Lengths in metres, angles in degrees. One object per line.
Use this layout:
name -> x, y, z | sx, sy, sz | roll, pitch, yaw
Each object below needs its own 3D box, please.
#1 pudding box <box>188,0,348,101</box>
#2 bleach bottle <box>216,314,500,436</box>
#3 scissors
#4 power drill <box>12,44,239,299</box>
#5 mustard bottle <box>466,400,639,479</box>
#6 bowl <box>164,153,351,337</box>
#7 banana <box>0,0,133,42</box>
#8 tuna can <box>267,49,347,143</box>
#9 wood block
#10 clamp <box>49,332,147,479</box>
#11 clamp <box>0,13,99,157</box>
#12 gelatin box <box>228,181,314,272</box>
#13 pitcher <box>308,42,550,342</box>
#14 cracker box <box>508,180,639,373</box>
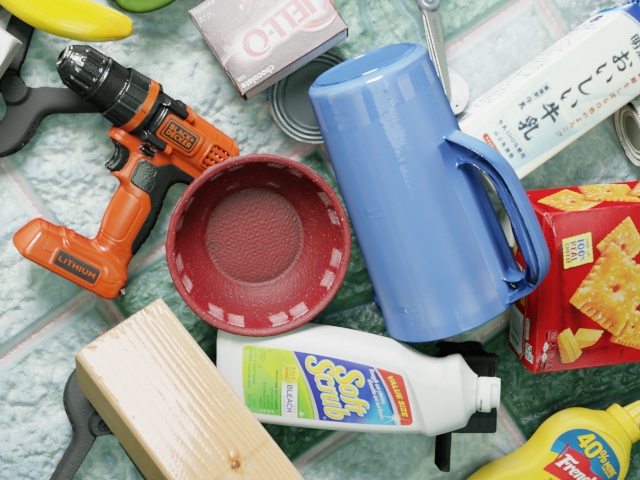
pudding box -> -0.044, -0.190, 0.937 | 0.113, 0.039, 0.090 | -33, 84, 1
bleach bottle -> 0.035, 0.121, 0.961 | 0.251, 0.068, 0.102 | 3, 105, 11
scissors -> 0.112, -0.227, 0.962 | 0.096, 0.016, 0.202 | -22, 82, -14
power drill -> -0.187, -0.055, 0.932 | 0.184, 0.057, 0.188 | 33, 96, -28
mustard bottle -> 0.241, 0.220, 1.042 | 0.191, 0.058, 0.096 | -37, 101, -2
bowl -> -0.056, 0.001, 0.945 | 0.162, 0.055, 0.162 | -1, 100, -8
banana -> -0.243, -0.220, 0.899 | 0.069, 0.037, 0.198 | -45, 77, 3
tuna can -> -0.006, -0.132, 0.978 | 0.086, 0.034, 0.086 | -1, 97, -7
wood block -> -0.112, 0.165, 0.906 | 0.090, 0.090, 0.206 | -34, 73, -23
clamp -> -0.188, 0.174, 0.992 | 0.120, 0.039, 0.171 | 7, 96, -12
clamp -> -0.272, -0.146, 0.940 | 0.210, 0.036, 0.164 | -29, 98, -7
gelatin box -> -0.046, -0.019, 0.989 | 0.073, 0.030, 0.089 | -6, 98, -6
pitcher -> 0.089, -0.044, 0.928 | 0.149, 0.145, 0.243 | -23, 108, 0
cracker box -> 0.289, 0.030, 0.993 | 0.213, 0.072, 0.164 | -5, 113, -10
